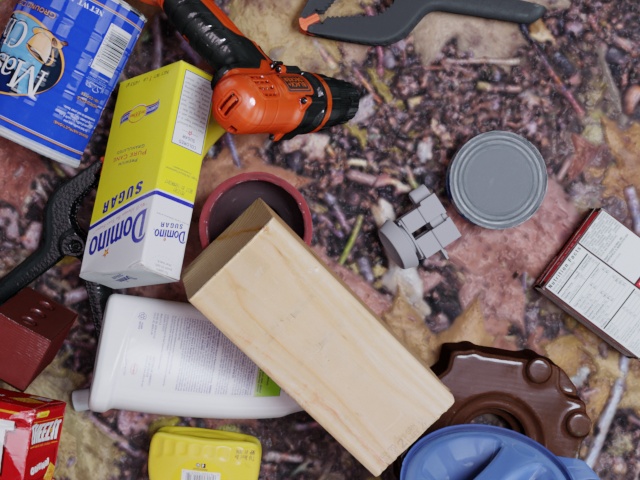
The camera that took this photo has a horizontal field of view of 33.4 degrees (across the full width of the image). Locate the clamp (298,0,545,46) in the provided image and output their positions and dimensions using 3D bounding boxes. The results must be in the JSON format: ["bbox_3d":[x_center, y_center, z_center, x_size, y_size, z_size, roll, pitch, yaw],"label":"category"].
[{"bbox_3d":[0.082,-0.222,0.931,0.210,0.036,0.164,-32,92,1],"label":"clamp"}]

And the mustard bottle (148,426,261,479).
[{"bbox_3d":[-0.108,0.262,0.928,0.096,0.058,0.191,6,91,-1],"label":"mustard bottle"}]

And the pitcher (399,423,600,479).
[{"bbox_3d":[0.130,0.275,0.860,0.149,0.144,0.243,15,126,17],"label":"pitcher"}]

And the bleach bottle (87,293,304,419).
[{"bbox_3d":[-0.064,0.114,0.911,0.250,0.068,0.102,11,79,-12],"label":"bleach bottle"}]

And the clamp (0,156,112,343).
[{"bbox_3d":[-0.203,0.013,0.931,0.120,0.039,0.171,29,98,-8],"label":"clamp"}]

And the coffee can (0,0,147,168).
[{"bbox_3d":[-0.221,-0.145,0.893,0.103,0.103,0.140,26,91,-2],"label":"coffee can"}]

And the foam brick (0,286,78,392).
[{"bbox_3d":[-0.245,0.080,0.885,0.053,0.078,0.051,31,103,-4],"label":"foam brick"}]

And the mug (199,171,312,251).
[{"bbox_3d":[-0.056,0.001,0.911,0.093,0.081,0.117,9,91,-2],"label":"mug"}]

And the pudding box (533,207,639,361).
[{"bbox_3d":[0.260,0.038,0.941,0.113,0.039,0.090,37,91,0],"label":"pudding box"}]

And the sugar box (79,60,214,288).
[{"bbox_3d":[-0.142,-0.052,0.875,0.048,0.094,0.176,25,67,-39],"label":"sugar box"}]

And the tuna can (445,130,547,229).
[{"bbox_3d":[0.154,-0.053,0.938,0.086,0.034,0.086,0,92,-1],"label":"tuna can"}]

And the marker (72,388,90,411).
[{"bbox_3d":[-0.158,0.131,0.943,0.121,0.020,0.020,-11,92,-1],"label":"marker"}]

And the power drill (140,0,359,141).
[{"bbox_3d":[-0.061,-0.164,0.885,0.057,0.184,0.188,-47,74,25],"label":"power drill"}]

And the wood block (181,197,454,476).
[{"bbox_3d":[-0.003,0.074,0.838,0.090,0.091,0.206,-44,106,1],"label":"wood block"}]
